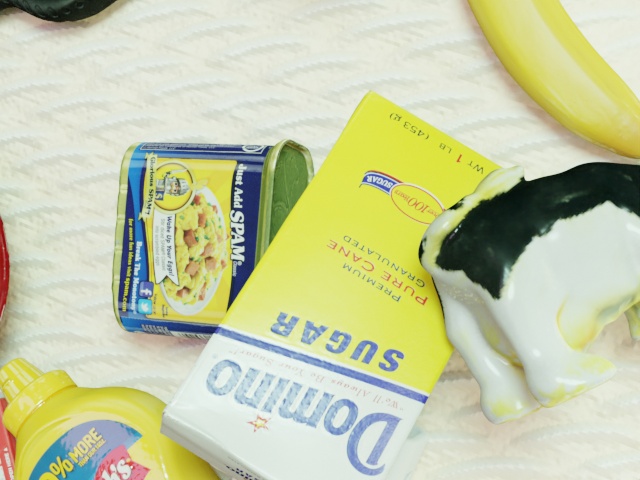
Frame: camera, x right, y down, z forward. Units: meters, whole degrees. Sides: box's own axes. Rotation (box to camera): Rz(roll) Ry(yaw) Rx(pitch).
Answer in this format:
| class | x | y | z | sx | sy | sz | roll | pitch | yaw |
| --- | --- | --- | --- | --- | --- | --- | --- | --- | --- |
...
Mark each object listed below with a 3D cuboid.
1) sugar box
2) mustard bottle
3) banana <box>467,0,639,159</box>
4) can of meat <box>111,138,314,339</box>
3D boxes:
| class | x | y | z | sx | sy | sz | roll | pitch | yaw |
| --- | --- | --- | --- | --- | --- | --- | --- | --- | --- |
| sugar box | 0.015 | 0.029 | 0.466 | 0.093 | 0.048 | 0.176 | 30 | 66 | 2 |
| mustard bottle | -0.096 | 0.131 | 0.533 | 0.192 | 0.058 | 0.096 | 44 | 104 | 15 |
| banana | 0.100 | -0.127 | 0.502 | 0.070 | 0.037 | 0.198 | -15 | 82 | 16 |
| can of meat | -0.053 | 0.001 | 0.530 | 0.084 | 0.057 | 0.102 | 3 | 87 | 19 |
